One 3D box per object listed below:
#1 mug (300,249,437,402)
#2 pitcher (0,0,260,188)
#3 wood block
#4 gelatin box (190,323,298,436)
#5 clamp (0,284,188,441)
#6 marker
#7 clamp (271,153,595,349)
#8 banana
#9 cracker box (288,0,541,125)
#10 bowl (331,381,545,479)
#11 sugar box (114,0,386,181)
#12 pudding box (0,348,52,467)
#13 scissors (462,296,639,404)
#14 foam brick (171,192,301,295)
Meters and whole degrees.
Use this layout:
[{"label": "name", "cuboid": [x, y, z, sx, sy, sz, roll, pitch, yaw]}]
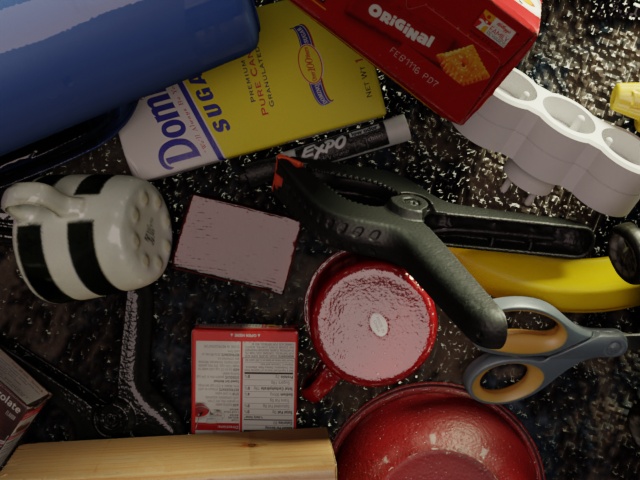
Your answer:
[{"label": "mug", "cuboid": [0.026, 0.060, 0.710, 0.093, 0.081, 0.117, 41, 94, -2]}, {"label": "pitcher", "cuboid": [-0.162, -0.118, 0.628, 0.243, 0.149, 0.145, -20, 98, -3]}, {"label": "wood block", "cuboid": [-0.094, 0.178, 0.681, 0.206, 0.091, 0.090, -3, 95, -3]}, {"label": "gelatin box", "cuboid": [-0.052, 0.103, 0.741, 0.073, 0.030, 0.089, 1, 94, 0]}, {"label": "clamp", "cuboid": [-0.152, 0.119, 0.740, 0.120, 0.039, 0.171, -16, 91, 13]}, {"label": "marker", "cuboid": [0.002, -0.060, 0.733, 0.121, 0.020, 0.020, -17, 94, 2]}, {"label": "clamp", "cuboid": [0.055, -0.004, 0.669, 0.210, 0.164, 0.036, 20, 119, 18]}, {"label": "banana", "cuboid": [0.179, 0.016, 0.729, 0.198, 0.037, 0.069, -9, 76, 0]}, {"label": "cracker box", "cuboid": [0.046, -0.163, 0.627, 0.164, 0.213, 0.072, 36, 114, -3]}, {"label": "bowl", "cuboid": [0.079, 0.181, 0.731, 0.162, 0.055, 0.162, 0, 93, 1]}, {"label": "sugar box", "cuboid": [-0.052, -0.105, 0.718, 0.176, 0.048, 0.093, -16, 94, 1]}, {"label": "pudding box", "cuboid": [-0.252, 0.105, 0.725, 0.113, 0.039, 0.090, 38, 108, 5]}, {"label": "scissors", "cuboid": [0.185, 0.084, 0.736, 0.201, 0.016, 0.096, 13, 122, -18]}, {"label": "foam brick", "cuboid": [-0.055, 0.001, 0.722, 0.078, 0.053, 0.051, 14, 94, -1]}]
